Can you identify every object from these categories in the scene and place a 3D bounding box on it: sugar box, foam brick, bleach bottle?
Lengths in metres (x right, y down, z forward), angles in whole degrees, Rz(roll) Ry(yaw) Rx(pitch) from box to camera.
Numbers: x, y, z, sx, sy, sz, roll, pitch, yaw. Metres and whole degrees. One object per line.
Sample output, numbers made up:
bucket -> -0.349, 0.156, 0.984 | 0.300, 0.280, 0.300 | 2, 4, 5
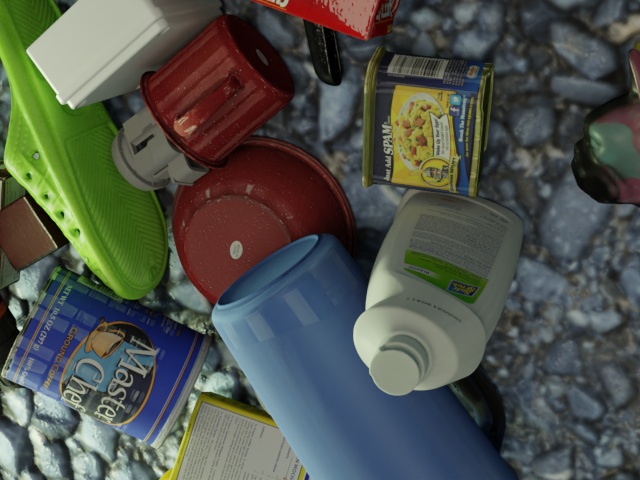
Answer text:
sugar box -> -0.033, 0.199, 0.902 | 0.176, 0.048, 0.093 | 18, 88, 10
foam brick -> -0.230, -0.017, 0.891 | 0.051, 0.078, 0.053 | -28, 100, 24
bleach bottle -> 0.071, 0.032, 0.709 | 0.103, 0.250, 0.068 | 17, 113, 12

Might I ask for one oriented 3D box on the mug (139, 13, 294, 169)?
mug -> -0.076, -0.110, 0.787 | 0.082, 0.117, 0.093 | -37, 100, 21

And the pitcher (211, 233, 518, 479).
pitcher -> 0.036, 0.113, 0.786 | 0.145, 0.149, 0.243 | -32, 101, 11

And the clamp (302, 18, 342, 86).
clamp -> -0.006, -0.199, 0.774 | 0.171, 0.039, 0.120 | 43, 111, 4

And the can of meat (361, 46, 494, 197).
can of meat -> 0.077, -0.083, 0.767 | 0.084, 0.057, 0.102 | 9, 125, 13

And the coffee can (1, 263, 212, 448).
coffee can -> -0.174, 0.096, 0.879 | 0.140, 0.102, 0.103 | 27, 115, -8

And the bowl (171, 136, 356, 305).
bowl -> -0.056, 0.001, 0.850 | 0.162, 0.055, 0.162 | 6, 110, 17
